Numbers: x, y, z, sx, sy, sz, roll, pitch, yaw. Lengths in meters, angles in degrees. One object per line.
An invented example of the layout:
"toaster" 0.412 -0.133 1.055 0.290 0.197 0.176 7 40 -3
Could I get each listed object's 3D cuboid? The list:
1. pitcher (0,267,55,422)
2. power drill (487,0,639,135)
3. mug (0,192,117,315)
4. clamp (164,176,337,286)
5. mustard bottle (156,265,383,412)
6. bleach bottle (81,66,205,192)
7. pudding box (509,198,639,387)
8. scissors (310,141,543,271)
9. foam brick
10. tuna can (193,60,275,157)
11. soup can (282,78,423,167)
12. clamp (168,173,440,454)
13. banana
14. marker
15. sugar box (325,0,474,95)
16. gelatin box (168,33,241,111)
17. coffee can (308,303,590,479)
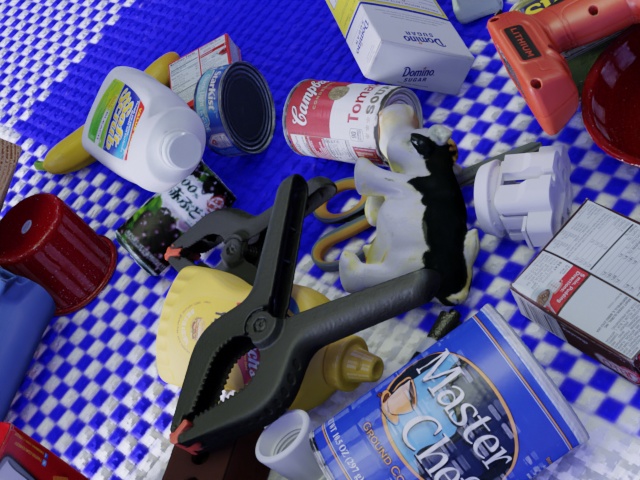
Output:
"pitcher" -0.333 0.141 0.915 0.145 0.149 0.242 5 60 19
"power drill" 0.225 -0.149 0.745 0.188 0.057 0.184 -27 40 7
"mug" -0.260 0.015 0.992 0.117 0.081 0.093 -28 44 11
"clamp" -0.056 0.001 0.884 0.172 0.039 0.120 9 75 36
"mustard bottle" -0.036 0.079 0.799 0.192 0.058 0.096 9 83 36
"bleach bottle" -0.152 -0.101 0.964 0.102 0.068 0.251 -65 25 0
"pudding box" 0.195 0.032 0.706 0.090 0.039 0.114 -46 45 -9
"scissors" 0.073 -0.046 0.868 0.202 0.016 0.096 -34 46 5
"foam brick" -0.073 0.165 0.762 0.053 0.051 0.078 -5 52 30
"tuna can" -0.079 -0.120 0.983 0.034 0.086 0.086 -6 52 32
"soup can" 0.028 -0.101 0.909 0.102 0.068 0.068 11 61 38
"clamp" -0.023 0.064 0.732 0.165 0.036 0.210 28 81 42
"banana" -0.222 -0.127 1.120 0.198 0.037 0.070 -37 44 2
"marker" 0.063 0.098 0.751 0.020 0.020 0.121 22 68 43
"sugar box" 0.062 -0.199 0.952 0.176 0.093 0.048 -108 33 -44
"gelatin box" -0.115 -0.161 1.082 0.073 0.030 0.089 -26 44 15
"coffee can" 0.078 0.121 0.661 0.140 0.102 0.103 -36 43 3
